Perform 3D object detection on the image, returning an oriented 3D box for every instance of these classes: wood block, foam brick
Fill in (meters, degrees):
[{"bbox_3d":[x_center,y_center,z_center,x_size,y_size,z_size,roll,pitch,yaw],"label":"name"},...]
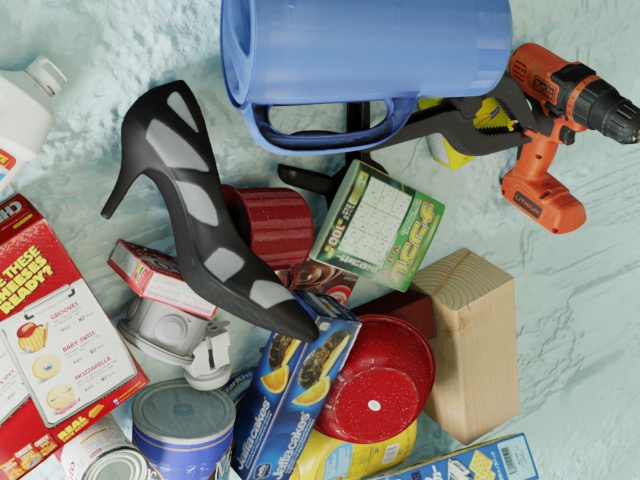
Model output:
[{"bbox_3d":[0.172,0.127,1.267,0.090,0.090,0.206,-26,126,-23],"label":"wood block"},{"bbox_3d":[0.083,0.093,1.198,0.078,0.053,0.051,-20,109,-29],"label":"foam brick"}]

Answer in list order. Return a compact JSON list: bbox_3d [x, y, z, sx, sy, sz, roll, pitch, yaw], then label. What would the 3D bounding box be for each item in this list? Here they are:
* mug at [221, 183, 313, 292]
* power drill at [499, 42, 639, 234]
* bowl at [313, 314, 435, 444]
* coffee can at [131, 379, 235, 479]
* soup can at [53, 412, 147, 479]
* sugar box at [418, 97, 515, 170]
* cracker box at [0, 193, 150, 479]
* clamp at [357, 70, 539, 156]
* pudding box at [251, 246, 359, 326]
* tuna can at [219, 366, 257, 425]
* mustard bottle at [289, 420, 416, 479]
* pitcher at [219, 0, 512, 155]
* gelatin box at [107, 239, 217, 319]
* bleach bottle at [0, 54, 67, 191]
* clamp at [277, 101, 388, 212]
[{"bbox_3d":[-0.057,0.001,1.018,0.081,0.117,0.093,-5,157,-40],"label":"mug"},{"bbox_3d":[0.268,-0.102,1.161,0.057,0.185,0.188,-19,134,-27],"label":"power drill"},{"bbox_3d":[0.054,0.162,1.145,0.162,0.055,0.162,-4,115,-10],"label":"bowl"},{"bbox_3d":[-0.142,0.228,1.082,0.102,0.103,0.140,-10,120,-32],"label":"coffee can"},{"bbox_3d":[-0.215,0.198,1.012,0.068,0.102,0.068,-18,124,-29],"label":"soup can"},{"bbox_3d":[0.145,-0.170,1.113,0.093,0.048,0.176,-34,131,-17],"label":"sugar box"},{"bbox_3d":[-0.270,0.090,0.934,0.164,0.072,0.213,-36,130,-16],"label":"cracker box"},{"bbox_3d":[0.133,-0.131,1.072,0.209,0.036,0.165,25,102,-34],"label":"clamp"},{"bbox_3d":[-0.020,0.051,1.117,0.113,0.039,0.090,16,105,-41],"label":"pudding box"},{"bbox_3d":[-0.073,0.182,1.153,0.086,0.034,0.086,-17,123,-28],"label":"tuna can"},{"bbox_3d":[0.019,0.247,1.240,0.191,0.058,0.096,-13,135,-31],"label":"mustard bottle"},{"bbox_3d":[0.038,-0.170,0.928,0.242,0.145,0.149,-2,131,-17],"label":"pitcher"},{"bbox_3d":[-0.143,0.035,0.994,0.089,0.073,0.030,22,99,-41],"label":"gelatin box"},{"bbox_3d":[-0.304,-0.056,0.835,0.250,0.068,0.102,-46,133,-10],"label":"bleach bottle"},{"bbox_3d":[0.023,-0.057,1.089,0.120,0.039,0.171,-36,130,-14],"label":"clamp"}]
